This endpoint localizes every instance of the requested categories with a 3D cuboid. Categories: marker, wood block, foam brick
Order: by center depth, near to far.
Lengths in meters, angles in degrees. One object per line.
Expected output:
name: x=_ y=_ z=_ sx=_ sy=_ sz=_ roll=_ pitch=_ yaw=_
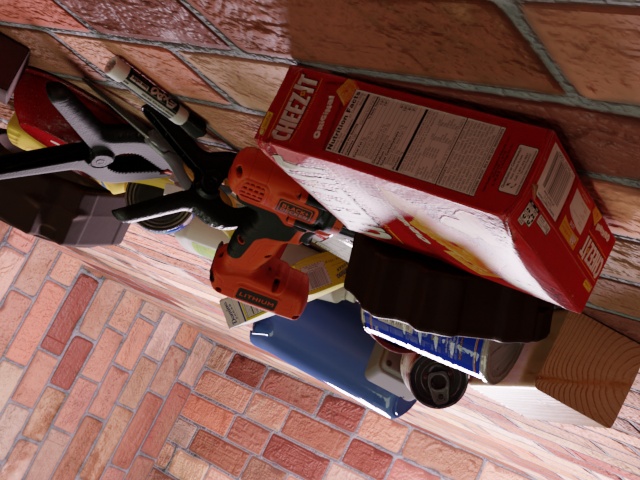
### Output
marker: x=-0.150 y=-0.131 z=0.993 sx=0.020 sy=0.020 sz=0.121 roll=15 pitch=164 yaw=48
foam brick: x=-0.339 y=-0.182 z=1.113 sx=0.053 sy=0.051 sz=0.078 roll=29 pitch=169 yaw=-12
wood block: x=0.242 y=0.135 z=1.124 sx=0.091 sy=0.090 sz=0.206 roll=29 pitch=169 yaw=-6

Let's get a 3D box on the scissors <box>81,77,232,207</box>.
scissors: x=-0.161 y=-0.103 z=1.127 sx=0.202 sy=0.016 sz=0.096 roll=47 pitch=-158 yaw=3

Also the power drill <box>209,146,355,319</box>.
power drill: x=-0.017 y=0.001 z=1.018 sx=0.184 sy=0.057 sz=0.188 roll=22 pitch=139 yaw=-8

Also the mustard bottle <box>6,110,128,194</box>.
mustard bottle: x=-0.291 y=-0.106 z=1.334 sx=0.191 sy=0.058 sz=0.096 roll=26 pitch=171 yaw=2

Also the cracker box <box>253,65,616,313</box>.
cracker box: x=0.081 y=-0.035 z=0.754 sx=0.214 sy=0.072 sz=0.164 roll=20 pitch=167 yaw=35

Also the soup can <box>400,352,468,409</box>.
soup can: x=0.131 y=0.154 z=1.246 sx=0.068 sy=0.068 sz=0.102 roll=27 pitch=-179 yaw=-3

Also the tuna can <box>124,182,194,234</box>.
tuna can: x=-0.191 y=-0.050 z=1.285 sx=0.086 sy=0.086 sz=0.034 roll=26 pitch=171 yaw=2

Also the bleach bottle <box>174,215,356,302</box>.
bleach bottle: x=-0.059 y=0.021 z=1.376 sx=0.251 sy=0.068 sz=0.102 roll=21 pitch=167 yaw=14

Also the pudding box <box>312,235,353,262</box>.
pudding box: x=0.017 y=-0.014 z=1.096 sx=0.090 sy=0.039 sz=0.113 roll=28 pitch=171 yaw=-7

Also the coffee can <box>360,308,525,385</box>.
coffee can: x=0.126 y=0.069 z=1.054 sx=0.140 sy=0.103 sz=0.102 roll=21 pitch=168 yaw=29

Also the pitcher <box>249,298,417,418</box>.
pitcher: x=0.036 y=0.139 z=1.476 sx=0.243 sy=0.149 sz=0.145 roll=29 pitch=162 yaw=26

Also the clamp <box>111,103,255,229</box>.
clamp: x=-0.123 y=-0.049 z=1.065 sx=0.171 sy=0.120 sz=0.039 roll=27 pitch=175 yaw=-20

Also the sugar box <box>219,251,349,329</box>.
sugar box: x=-0.036 y=0.057 z=1.264 sx=0.093 sy=0.048 sz=0.177 roll=-16 pitch=171 yaw=-38

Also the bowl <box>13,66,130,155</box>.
bowl: x=-0.289 y=-0.133 z=1.216 sx=0.162 sy=0.055 sz=0.162 roll=25 pitch=169 yaw=5

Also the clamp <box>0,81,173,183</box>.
clamp: x=-0.251 y=-0.096 z=1.156 sx=0.165 sy=0.036 sz=0.209 roll=-31 pitch=150 yaw=33
